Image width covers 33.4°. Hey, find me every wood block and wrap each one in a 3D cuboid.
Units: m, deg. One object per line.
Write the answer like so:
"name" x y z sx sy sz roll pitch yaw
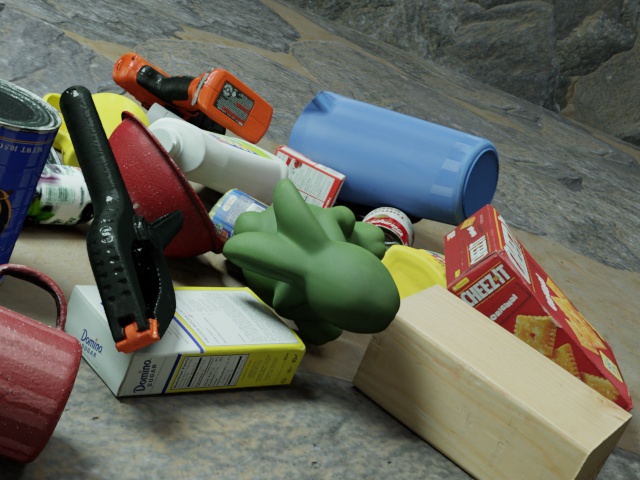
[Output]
"wood block" 0.142 0.136 0.909 0.206 0.090 0.090 35 29 26

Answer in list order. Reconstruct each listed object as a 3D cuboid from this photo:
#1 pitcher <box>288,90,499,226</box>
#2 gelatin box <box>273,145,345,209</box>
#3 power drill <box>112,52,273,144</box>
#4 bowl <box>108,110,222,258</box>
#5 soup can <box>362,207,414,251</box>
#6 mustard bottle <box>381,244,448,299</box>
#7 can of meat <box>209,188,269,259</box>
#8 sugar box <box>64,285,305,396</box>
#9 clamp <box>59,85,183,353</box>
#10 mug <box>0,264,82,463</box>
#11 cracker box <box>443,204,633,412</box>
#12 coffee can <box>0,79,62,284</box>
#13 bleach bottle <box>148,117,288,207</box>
"pitcher" 0.093 -0.089 1.318 0.243 0.145 0.149 18 6 31
"gelatin box" -0.025 -0.063 1.284 0.089 0.073 0.030 27 17 7
"power drill" -0.146 -0.164 1.319 0.188 0.057 0.184 14 -13 47
"bowl" -0.159 -0.039 0.995 0.162 0.055 0.162 50 -15 18
"soup can" 0.071 0.004 1.234 0.068 0.068 0.102 27 18 4
"mustard bottle" 0.128 0.050 1.151 0.096 0.058 0.191 42 12 18
"can of meat" -0.057 0.001 1.041 0.084 0.057 0.102 29 -16 21
"sugar box" -0.105 0.076 0.839 0.175 0.048 0.093 1 30 -44
"clamp" -0.145 -0.009 0.783 0.164 0.036 0.210 58 13 -37
"mug" -0.191 0.071 0.638 0.081 0.117 0.093 25 -23 -18
"cracker box" 0.220 0.079 1.097 0.213 0.072 0.164 49 15 -10
"coffee can" -0.267 -0.045 0.804 0.102 0.140 0.103 23 18 -8
"bleach bottle" -0.117 -0.085 1.145 0.103 0.068 0.250 27 4 14
